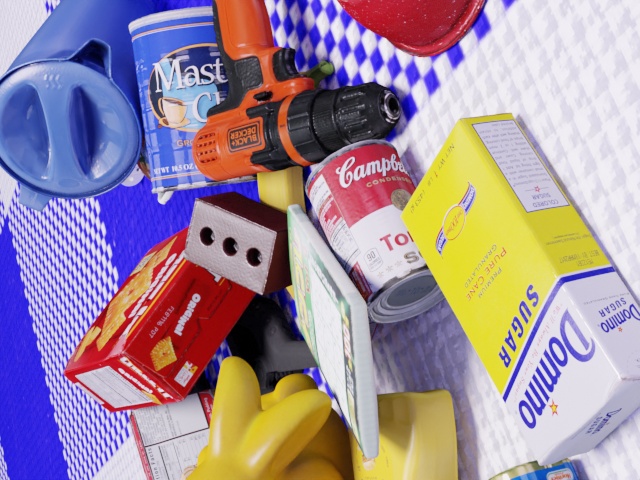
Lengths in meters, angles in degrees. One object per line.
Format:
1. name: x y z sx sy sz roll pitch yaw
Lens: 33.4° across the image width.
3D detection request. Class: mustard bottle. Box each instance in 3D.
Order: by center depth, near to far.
1. mustard bottle: 0.059 0.197 0.704 0.096 0.058 0.191 -23 70 61

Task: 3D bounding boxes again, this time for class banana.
1. banana: -0.024 -0.047 0.837 0.070 0.037 0.198 32 125 55

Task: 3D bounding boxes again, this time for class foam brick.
1. foam brick: -0.055 0.001 0.815 0.078 0.051 0.053 22 109 25

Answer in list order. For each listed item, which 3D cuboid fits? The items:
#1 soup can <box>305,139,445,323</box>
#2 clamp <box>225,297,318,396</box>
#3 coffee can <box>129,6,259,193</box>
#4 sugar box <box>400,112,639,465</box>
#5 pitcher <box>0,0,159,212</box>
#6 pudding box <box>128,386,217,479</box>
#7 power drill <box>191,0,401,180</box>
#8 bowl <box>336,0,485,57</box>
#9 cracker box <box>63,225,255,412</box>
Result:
1. soup can: 0.040 -0.005 0.696 0.102 0.068 0.069 65 148 27
2. clamp: -0.031 0.103 0.892 0.210 0.036 0.165 51 141 44
3. coffee can: -0.099 -0.115 0.886 0.103 0.102 0.140 -1 97 62
4. sugar box: 0.113 0.025 0.593 0.176 0.048 0.093 65 148 30
5. pitcher: -0.219 -0.145 0.989 0.243 0.149 0.145 -88 -21 -57
6. pudding box: -0.111 0.187 0.982 0.039 0.113 0.090 113 140 -62
7. power drill: -0.027 -0.144 0.766 0.185 0.057 0.187 -10 83 39
8. bowl: 0.040 -0.193 0.657 0.162 0.055 0.162 25 119 58
9. cracker box: -0.135 0.063 0.943 0.072 0.164 0.214 40 155 -13
